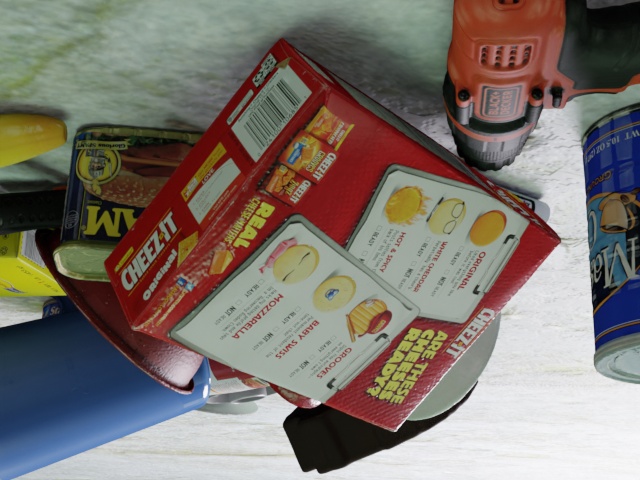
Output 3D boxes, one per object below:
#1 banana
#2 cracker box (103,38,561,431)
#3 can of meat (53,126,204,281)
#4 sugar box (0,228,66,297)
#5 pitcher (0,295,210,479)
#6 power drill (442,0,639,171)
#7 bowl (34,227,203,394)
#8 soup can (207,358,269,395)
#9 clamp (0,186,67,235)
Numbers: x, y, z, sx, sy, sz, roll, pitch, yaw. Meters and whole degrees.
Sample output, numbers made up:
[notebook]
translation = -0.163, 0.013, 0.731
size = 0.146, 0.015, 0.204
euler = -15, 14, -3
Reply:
[banana]
translation = -0.246, -0.052, 0.670
size = 0.198, 0.037, 0.069
euler = -11, -177, 36
[cracker box]
translation = 0.011, 0.006, 0.615
size = 0.213, 0.072, 0.164
euler = 27, 108, -40
[can of meat]
translation = -0.108, -0.021, 0.661
size = 0.102, 0.084, 0.057
euler = 4, 158, -5
[sugar box]
translation = -0.285, 0.014, 0.820
size = 0.176, 0.048, 0.093
euler = -5, 158, 15
[pitcher]
translation = -0.225, 0.113, 0.901
size = 0.242, 0.145, 0.149
euler = -16, 129, -19
[power drill]
translation = 0.154, -0.079, 0.523
size = 0.188, 0.057, 0.184
euler = -1, 164, 6
[bowl]
translation = -0.129, 0.034, 0.771
size = 0.055, 0.162, 0.162
euler = -42, 150, 2
[soup can]
translation = -0.083, 0.109, 1.013
size = 0.102, 0.068, 0.068
euler = -14, 153, 37
[clamp]
translation = -0.265, -0.010, 0.703
size = 0.209, 0.036, 0.165
euler = -9, -178, -29
